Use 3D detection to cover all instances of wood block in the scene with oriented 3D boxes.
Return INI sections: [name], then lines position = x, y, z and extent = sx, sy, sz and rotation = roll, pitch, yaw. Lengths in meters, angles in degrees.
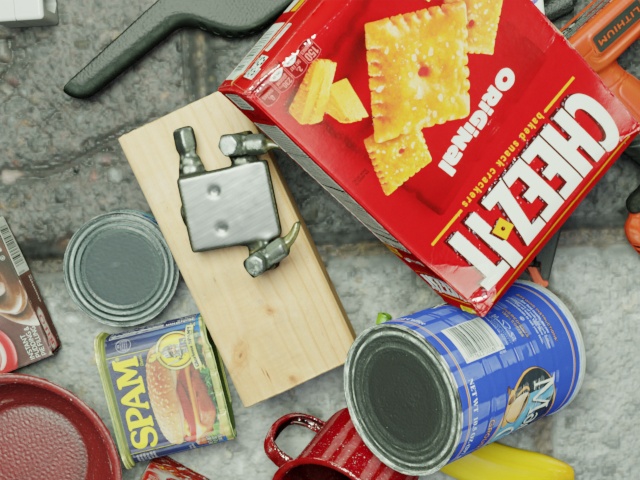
[wood block]
position = -0.054, 0.001, 0.768
extent = 0.090, 0.091, 0.206
rotation = -25, 95, 2

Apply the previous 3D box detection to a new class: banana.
[banana]
position = 0.101, 0.142, 0.809
extent = 0.198, 0.037, 0.069
rotation = 40, 95, -4

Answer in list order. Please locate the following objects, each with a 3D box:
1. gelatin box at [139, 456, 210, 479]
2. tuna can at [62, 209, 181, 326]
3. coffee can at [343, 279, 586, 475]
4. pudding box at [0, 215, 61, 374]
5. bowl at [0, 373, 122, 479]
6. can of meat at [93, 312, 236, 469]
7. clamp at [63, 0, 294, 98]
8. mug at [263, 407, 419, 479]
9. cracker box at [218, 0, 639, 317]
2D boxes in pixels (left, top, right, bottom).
[gelatin box]
position = -0.096, 0.200, 0.797
extent = 0.089, 0.073, 0.030
rotation = 31, 95, -3
[tuna can]
position = -0.146, 0.020, 0.798
extent = 0.086, 0.034, 0.086
rotation = 0, 96, 0
[coffee can]
position = 0.101, 0.091, 0.736
extent = 0.140, 0.103, 0.103
rotation = -14, 98, -42
[pudding box]
position = -0.258, 0.048, 0.799
extent = 0.090, 0.039, 0.113
rotation = -21, 95, 3
[bowl]
position = -0.225, 0.174, 0.804
extent = 0.162, 0.055, 0.162
rotation = 0, 96, 0
[can of meat]
position = -0.114, 0.110, 0.797
extent = 0.084, 0.057, 0.102
rotation = -13, 95, -1
[clamp]
position = -0.100, -0.202, 0.774
extent = 0.210, 0.036, 0.164
rotation = -12, 96, -1
[mug]
position = 0.013, 0.168, 0.779
extent = 0.117, 0.081, 0.093
rotation = 32, 126, 11
[cracker box]
position = 0.071, -0.082, 0.661
extent = 0.213, 0.072, 0.164
rotation = 42, 86, -19
